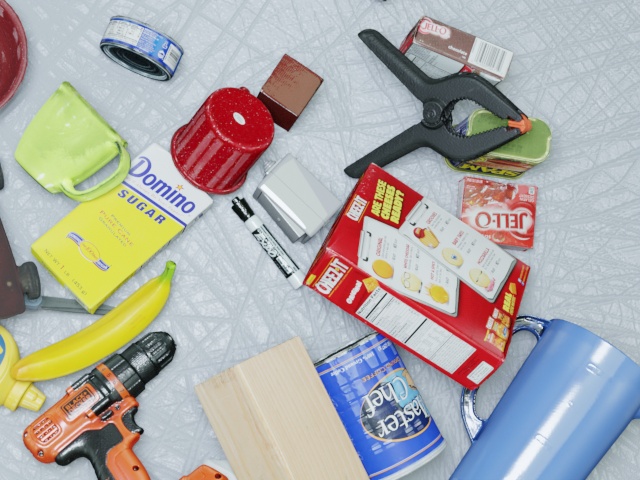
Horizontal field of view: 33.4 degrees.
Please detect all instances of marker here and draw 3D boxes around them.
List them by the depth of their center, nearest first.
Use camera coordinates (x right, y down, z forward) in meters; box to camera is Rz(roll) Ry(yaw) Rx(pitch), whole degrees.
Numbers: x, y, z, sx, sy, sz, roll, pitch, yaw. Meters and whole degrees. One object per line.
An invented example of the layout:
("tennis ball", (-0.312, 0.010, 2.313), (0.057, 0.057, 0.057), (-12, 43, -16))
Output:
("marker", (-0.058, 0.001, 1.170), (0.020, 0.020, 0.121), (-38, 90, -12))

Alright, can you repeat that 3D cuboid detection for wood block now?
("wood block", (-0.031, 0.214, 1.077), (0.090, 0.090, 0.206), (-22, 83, -43))

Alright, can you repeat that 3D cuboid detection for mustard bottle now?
("mustard bottle", (-0.366, 0.119, 1.082), (0.191, 0.058, 0.096), (31, 64, -5))

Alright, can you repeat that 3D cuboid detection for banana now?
("banana", (-0.228, 0.092, 1.103), (0.197, 0.069, 0.037), (-37, 53, -17))

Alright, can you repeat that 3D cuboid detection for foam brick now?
("foam brick", (-0.037, -0.160, 1.167), (0.051, 0.078, 0.053), (35, 78, -5))

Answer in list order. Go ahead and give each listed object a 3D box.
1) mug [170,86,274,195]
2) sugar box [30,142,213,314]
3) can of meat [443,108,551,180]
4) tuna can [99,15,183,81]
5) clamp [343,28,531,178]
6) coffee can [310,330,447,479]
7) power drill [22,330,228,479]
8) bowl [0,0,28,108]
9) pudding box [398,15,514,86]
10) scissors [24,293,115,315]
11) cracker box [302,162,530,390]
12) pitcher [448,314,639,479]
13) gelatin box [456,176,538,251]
("mug", (-0.098, -0.117, 1.137), (0.093, 0.082, 0.117), (29, 49, -16))
("sugar box", (-0.208, -0.015, 1.127), (0.093, 0.048, 0.176), (46, 74, 0))
("can of meat", (0.198, -0.108, 1.195), (0.102, 0.084, 0.057), (8, 81, -9))
("tuna can", (-0.192, -0.205, 1.144), (0.086, 0.086, 0.033), (23, 80, -6))
("clamp", (0.119, -0.127, 1.146), (0.210, 0.036, 0.165), (18, 106, 24))
("coffee can", (0.056, 0.175, 1.121), (0.102, 0.103, 0.140), (-27, 87, -12))
("power drill", (-0.179, 0.202, 1.078), (0.184, 0.057, 0.188), (-40, 67, -17))
("bowl", (-0.388, -0.192, 1.125), (0.162, 0.055, 0.162), (1, 82, -9))
("pudding box", (0.148, -0.204, 1.197), (0.113, 0.090, 0.039), (23, 80, -6))
("scissors", (-0.308, 0.075, 1.091), (0.201, 0.016, 0.096), (20, 46, -12))
("cracker box", (0.106, 0.037, 1.129), (0.213, 0.072, 0.164), (32, 41, -3))
("pitcher", (0.227, 0.207, 1.139), (0.242, 0.149, 0.145), (-52, 123, -9))
("gelatin box", (0.199, -0.030, 1.211), (0.089, 0.030, 0.073), (8, 81, -8))
